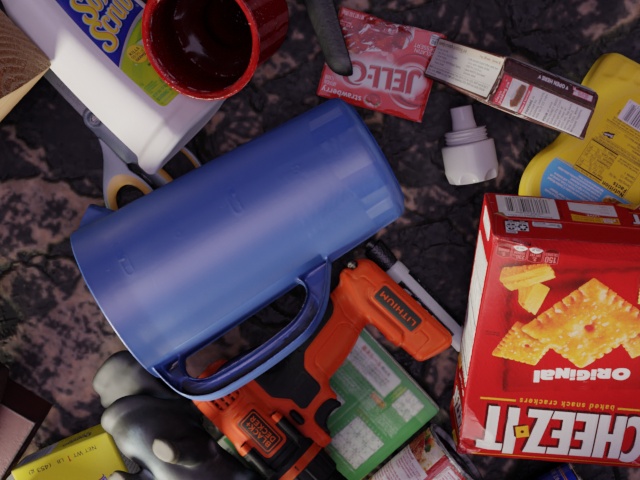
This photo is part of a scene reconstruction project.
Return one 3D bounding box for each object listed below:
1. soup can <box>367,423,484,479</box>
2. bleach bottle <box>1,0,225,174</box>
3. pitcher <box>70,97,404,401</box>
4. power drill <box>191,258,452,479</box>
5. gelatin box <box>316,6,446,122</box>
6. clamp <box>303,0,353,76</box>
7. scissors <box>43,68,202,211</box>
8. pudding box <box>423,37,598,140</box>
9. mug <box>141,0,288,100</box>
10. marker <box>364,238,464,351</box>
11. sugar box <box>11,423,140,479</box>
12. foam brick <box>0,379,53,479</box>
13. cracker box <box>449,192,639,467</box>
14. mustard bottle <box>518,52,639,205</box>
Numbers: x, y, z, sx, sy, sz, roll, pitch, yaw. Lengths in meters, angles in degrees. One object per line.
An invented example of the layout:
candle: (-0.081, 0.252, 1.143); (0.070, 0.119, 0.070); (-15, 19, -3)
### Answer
soup can: (0.078, 0.212, 0.896); (0.102, 0.068, 0.068); (-42, 96, 7)
bleach bottle: (-0.191, -0.170, 0.830); (0.251, 0.102, 0.068); (42, 139, -4)
pitcher: (-0.055, 0.001, 0.831); (0.243, 0.145, 0.149); (-30, 116, 0)
power drill: (0.017, 0.122, 0.859); (0.184, 0.057, 0.187); (44, 82, 2)
gelatin box: (0.049, -0.141, 0.860); (0.089, 0.030, 0.073); (16, 99, -1)
clamp: (0.000, -0.252, 0.834); (0.210, 0.036, 0.164); (44, 83, 4)
scissors: (-0.189, -0.080, 0.883); (0.201, 0.016, 0.096); (31, 98, -3)
pudding box: (0.142, -0.117, 0.809); (0.090, 0.114, 0.039); (16, 100, -23)
mug: (-0.077, -0.171, 0.791); (0.093, 0.081, 0.117); (-9, 111, 24)
marker: (0.081, 0.044, 0.894); (0.020, 0.020, 0.121); (-43, 95, 7)
sugar box: (-0.184, 0.252, 0.920); (0.093, 0.048, 0.176); (-23, 96, 5)
foam brick: (-0.274, 0.165, 0.905); (0.051, 0.053, 0.078); (32, 99, -4)
cracker box: (0.197, 0.075, 0.835); (0.164, 0.072, 0.214); (5, 121, 1)
mustard bottle: (0.216, -0.047, 0.857); (0.096, 0.058, 0.192); (31, 98, -5)
